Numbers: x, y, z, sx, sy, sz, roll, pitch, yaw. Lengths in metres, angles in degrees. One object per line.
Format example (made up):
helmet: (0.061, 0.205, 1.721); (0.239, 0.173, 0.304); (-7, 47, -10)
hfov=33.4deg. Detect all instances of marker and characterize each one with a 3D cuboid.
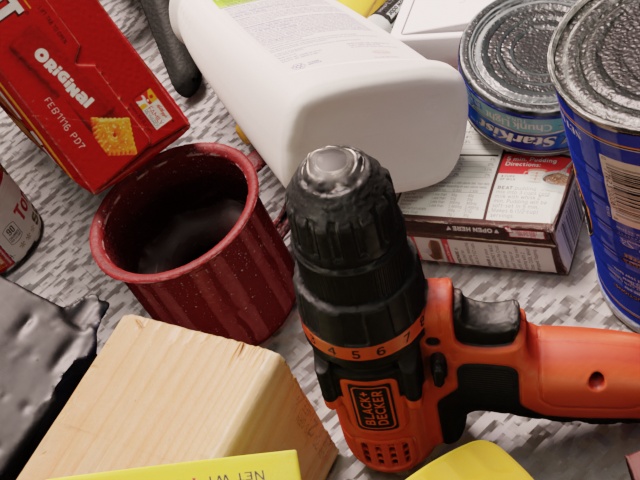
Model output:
marker: (0.060, -0.158, 0.683); (0.020, 0.020, 0.121); (13, 45, 33)

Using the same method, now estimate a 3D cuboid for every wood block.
wood block: (-0.085, 0.145, 0.449); (0.091, 0.090, 0.206); (11, 56, 31)

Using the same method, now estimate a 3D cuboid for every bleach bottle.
bleach bottle: (-0.019, -0.111, 0.605); (0.102, 0.068, 0.251); (-9, 34, -20)

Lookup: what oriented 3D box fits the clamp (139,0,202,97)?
clamp: (-0.129, -0.205, 0.735); (0.165, 0.036, 0.210); (22, 99, 20)

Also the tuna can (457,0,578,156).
tuna can: (0.112, -0.087, 0.536); (0.086, 0.034, 0.086); (-5, 57, 8)

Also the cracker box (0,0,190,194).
cracker box: (-0.169, -0.117, 0.615); (0.072, 0.164, 0.214); (-39, 19, -9)

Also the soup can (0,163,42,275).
soup can: (-0.227, -0.029, 0.660); (0.068, 0.102, 0.068); (-13, 47, 14)

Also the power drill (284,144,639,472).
power drill: (0.085, 0.030, 0.419); (0.188, 0.184, 0.057); (-1, 50, 12)

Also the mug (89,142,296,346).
mug: (-0.054, 0.001, 0.567); (0.093, 0.081, 0.117); (27, 66, 39)

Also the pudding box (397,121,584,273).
pudding box: (0.096, -0.039, 0.564); (0.090, 0.039, 0.113); (4, 51, 27)
